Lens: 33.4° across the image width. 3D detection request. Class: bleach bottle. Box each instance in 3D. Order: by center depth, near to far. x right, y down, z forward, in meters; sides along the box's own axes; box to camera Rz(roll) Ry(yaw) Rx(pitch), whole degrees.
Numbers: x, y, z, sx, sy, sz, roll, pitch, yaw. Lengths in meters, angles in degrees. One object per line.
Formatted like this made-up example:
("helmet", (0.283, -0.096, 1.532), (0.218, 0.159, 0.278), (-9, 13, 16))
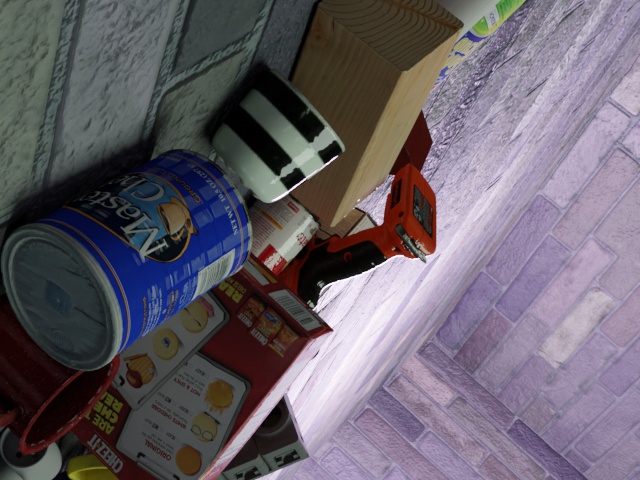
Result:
("bleach bottle", (0.109, -0.188, 1.050), (0.251, 0.068, 0.102), (-48, 166, 4))

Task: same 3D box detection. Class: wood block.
("wood block", (0.030, -0.119, 0.913), (0.090, 0.091, 0.206), (-41, 165, -35))

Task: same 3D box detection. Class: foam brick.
("foam brick", (0.079, -0.109, 1.117), (0.051, 0.053, 0.078), (-66, 153, -24))

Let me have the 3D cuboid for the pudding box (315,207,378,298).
("pudding box", (-0.002, 0.005, 1.178), (0.113, 0.090, 0.039), (-48, 131, -9))

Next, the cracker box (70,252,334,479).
("cracker box", (-0.115, 0.104, 0.910), (0.214, 0.164, 0.072), (-53, 165, 15))

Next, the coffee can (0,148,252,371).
("coffee can", (-0.128, 0.010, 0.724), (0.140, 0.103, 0.103), (-36, 162, -46))

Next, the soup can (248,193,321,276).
("soup can", (-0.057, 0.001, 1.031), (0.102, 0.068, 0.068), (-48, 168, -8))

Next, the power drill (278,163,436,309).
("power drill", (0.025, -0.002, 1.068), (0.188, 0.057, 0.184), (-29, -149, 25))

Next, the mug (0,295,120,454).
("mug", (-0.209, 0.092, 0.744), (0.117, 0.081, 0.093), (-31, 158, -55))
